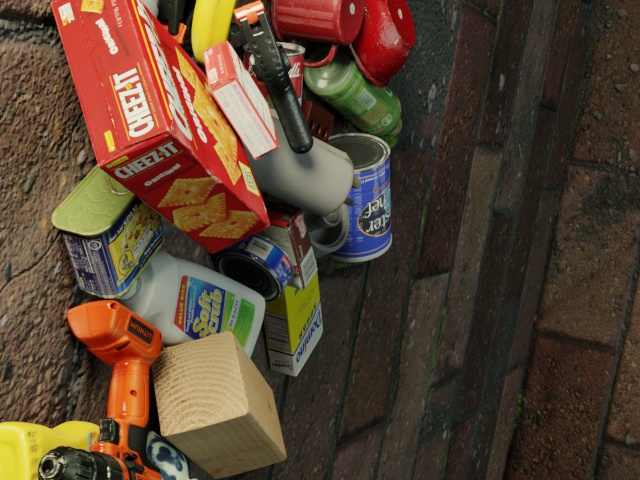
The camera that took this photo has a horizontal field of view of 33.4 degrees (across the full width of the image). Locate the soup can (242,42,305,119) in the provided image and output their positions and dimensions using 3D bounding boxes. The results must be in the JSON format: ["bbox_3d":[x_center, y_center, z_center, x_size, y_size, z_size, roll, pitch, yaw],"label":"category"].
[{"bbox_3d":[-0.054,-0.161,1.172,0.068,0.069,0.102,-36,134,-58],"label":"soup can"}]

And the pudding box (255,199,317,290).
[{"bbox_3d":[-0.058,0.002,1.221,0.039,0.090,0.113,-59,152,-35],"label":"pudding box"}]

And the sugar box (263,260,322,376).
[{"bbox_3d":[-0.037,0.082,1.374,0.093,0.048,0.176,-56,149,-42],"label":"sugar box"}]

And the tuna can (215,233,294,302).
[{"bbox_3d":[-0.075,0.030,1.202,0.033,0.086,0.086,-60,152,-34],"label":"tuna can"}]

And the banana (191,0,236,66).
[{"bbox_3d":[-0.089,-0.247,0.995,0.069,0.037,0.198,-85,-170,-78],"label":"banana"}]

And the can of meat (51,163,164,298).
[{"bbox_3d":[-0.185,-0.011,0.954,0.084,0.057,0.102,83,29,-43],"label":"can of meat"}]

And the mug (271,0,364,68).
[{"bbox_3d":[-0.002,-0.257,1.226,0.093,0.082,0.117,-9,110,-66],"label":"mug"}]

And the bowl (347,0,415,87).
[{"bbox_3d":[0.075,-0.275,1.328,0.162,0.055,0.162,45,36,-47],"label":"bowl"}]

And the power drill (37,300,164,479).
[{"bbox_3d":[-0.188,0.152,0.941,0.184,0.057,0.187,52,30,-60],"label":"power drill"}]

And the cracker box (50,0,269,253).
[{"bbox_3d":[-0.130,-0.102,0.910,0.164,0.072,0.213,68,9,25],"label":"cracker box"}]

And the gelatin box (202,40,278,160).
[{"bbox_3d":[-0.074,-0.130,0.982,0.089,0.030,0.073,57,11,-37],"label":"gelatin box"}]

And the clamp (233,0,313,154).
[{"bbox_3d":[-0.051,-0.176,1.039,0.039,0.120,0.171,-25,140,-5],"label":"clamp"}]

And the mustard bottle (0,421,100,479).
[{"bbox_3d":[-0.230,0.211,0.961,0.191,0.058,0.096,22,72,-67],"label":"mustard bottle"}]

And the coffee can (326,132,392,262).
[{"bbox_3d":[0.042,-0.057,1.413,0.102,0.103,0.140,-51,146,-47],"label":"coffee can"}]

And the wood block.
[{"bbox_3d":[-0.104,0.180,1.135,0.206,0.090,0.091,69,6,-64],"label":"wood block"}]

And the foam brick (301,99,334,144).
[{"bbox_3d":[-0.024,-0.137,1.277,0.078,0.051,0.053,17,86,-68],"label":"foam brick"}]

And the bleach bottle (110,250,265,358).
[{"bbox_3d":[-0.144,0.072,1.091,0.250,0.068,0.102,29,79,-64],"label":"bleach bottle"}]
